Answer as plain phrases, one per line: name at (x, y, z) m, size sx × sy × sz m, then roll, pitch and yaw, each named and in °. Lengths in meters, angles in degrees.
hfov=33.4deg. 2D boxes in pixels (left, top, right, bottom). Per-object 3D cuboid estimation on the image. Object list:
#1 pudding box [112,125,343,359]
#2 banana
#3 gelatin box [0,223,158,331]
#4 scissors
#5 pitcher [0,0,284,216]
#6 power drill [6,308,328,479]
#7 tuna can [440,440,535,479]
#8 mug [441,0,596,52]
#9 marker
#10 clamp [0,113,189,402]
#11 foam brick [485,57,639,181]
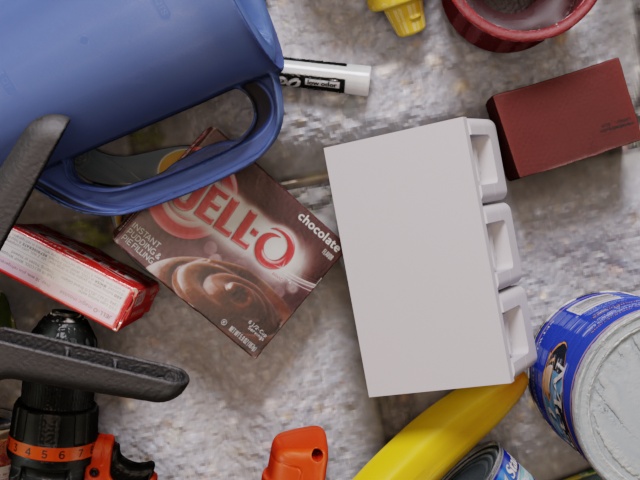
pudding box at (-0.054, 0.001, 0.643) m, size 0.113 × 0.039 × 0.090 m, roll 41°, pitch 84°, yaw -12°
banana at (0.051, 0.145, 0.630) m, size 0.197 × 0.070 × 0.037 m, roll -43°, pitch 108°, yaw -31°
gelatin box at (-0.146, 0.020, 0.642) m, size 0.089 × 0.073 × 0.030 m, roll 26°, pitch 91°, yaw 1°
scissors at (-0.131, -0.060, 0.670) m, size 0.096 × 0.016 × 0.202 m, roll -42°, pitch 90°, yaw 0°
pitcher at (-0.146, -0.096, 0.595) m, size 0.243 × 0.145 × 0.149 m, roll -25°, pitch 53°, yaw 9°
power drill at (-0.093, 0.139, 0.637) m, size 0.187 × 0.057 × 0.184 m, roll 7°, pitch 98°, yaw -4°
tuna can at (0.088, 0.161, 0.631) m, size 0.034 × 0.086 × 0.086 m, roll 43°, pitch 91°, yaw -1°
mug at (0.125, -0.161, 0.628) m, size 0.117 × 0.081 × 0.093 m, roll -24°, pitch 90°, yaw 2°
marker at (-0.029, -0.106, 0.665) m, size 0.121 × 0.020 × 0.020 m, roll 7°, pitch 91°, yaw 2°
clamp at (-0.191, 0.033, 0.560) m, size 0.210 × 0.036 × 0.164 m, roll -15°, pitch 103°, yaw 0°
foam brick at (0.145, -0.072, 0.644) m, size 0.078 × 0.051 × 0.053 m, roll -16°, pitch 91°, yaw 2°
